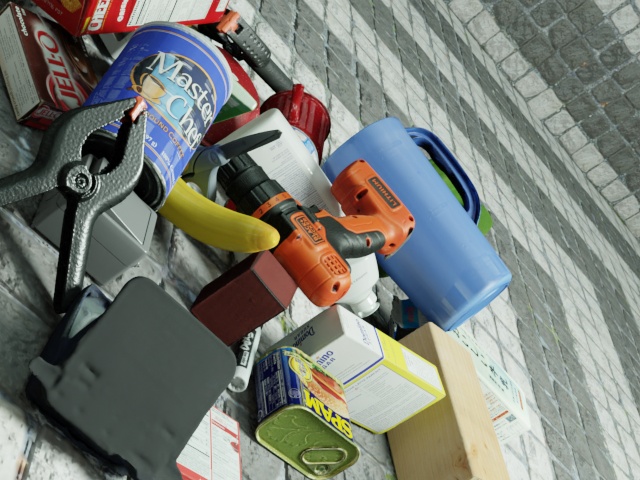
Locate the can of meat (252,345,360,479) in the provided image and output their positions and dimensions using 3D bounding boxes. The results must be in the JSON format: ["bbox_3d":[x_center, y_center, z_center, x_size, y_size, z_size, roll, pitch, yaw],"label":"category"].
[{"bbox_3d":[-0.015,0.155,0.970,0.102,0.057,0.084,42,22,-33],"label":"can of meat"}]

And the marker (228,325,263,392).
[{"bbox_3d":[-0.068,0.099,0.990,0.020,0.020,0.121,49,22,-17],"label":"marker"}]

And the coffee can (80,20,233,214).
[{"bbox_3d":[-0.150,-0.107,0.923,0.102,0.103,0.140,45,50,-25],"label":"coffee can"}]

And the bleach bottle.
[{"bbox_3d":[-0.019,-0.017,1.181,0.251,0.102,0.068,56,7,-15],"label":"bleach bottle"}]

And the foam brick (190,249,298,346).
[{"bbox_3d":[-0.070,0.053,0.974,0.051,0.078,0.053,51,24,-12],"label":"foam brick"}]

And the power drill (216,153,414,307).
[{"bbox_3d":[-0.002,-0.029,1.067,0.184,0.057,0.187,52,37,13],"label":"power drill"}]

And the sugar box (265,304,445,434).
[{"bbox_3d":[0.037,0.132,1.063,0.176,0.093,0.048,37,27,-40],"label":"sugar box"}]

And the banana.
[{"bbox_3d":[-0.121,-0.041,0.986,0.198,0.070,0.037,42,42,17],"label":"banana"}]

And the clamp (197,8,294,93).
[{"bbox_3d":[-0.088,-0.229,1.276,0.164,0.036,0.210,39,-1,-2],"label":"clamp"}]

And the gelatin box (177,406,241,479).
[{"bbox_3d":[-0.096,0.162,0.821,0.073,0.030,0.089,40,26,-33],"label":"gelatin box"}]

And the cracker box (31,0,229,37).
[{"bbox_3d":[-0.208,-0.274,1.046,0.164,0.072,0.213,39,31,19],"label":"cracker box"}]

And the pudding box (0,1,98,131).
[{"bbox_3d":[-0.241,-0.147,0.954,0.089,0.039,0.113,17,43,-58],"label":"pudding box"}]

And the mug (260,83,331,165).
[{"bbox_3d":[-0.034,-0.132,1.283,0.093,0.117,0.081,11,37,-3],"label":"mug"}]

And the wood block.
[{"bbox_3d":[0.131,0.205,1.159,0.090,0.091,0.206,38,27,-38],"label":"wood block"}]

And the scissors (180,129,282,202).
[{"bbox_3d":[-0.092,-0.062,0.991,0.016,0.202,0.096,-39,121,-36],"label":"scissors"}]

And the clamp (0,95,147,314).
[{"bbox_3d":[-0.182,-0.033,0.798,0.039,0.171,0.120,16,-34,54],"label":"clamp"}]

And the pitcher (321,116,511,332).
[{"bbox_3d":[0.117,-0.021,1.253,0.243,0.149,0.144,52,15,13],"label":"pitcher"}]
